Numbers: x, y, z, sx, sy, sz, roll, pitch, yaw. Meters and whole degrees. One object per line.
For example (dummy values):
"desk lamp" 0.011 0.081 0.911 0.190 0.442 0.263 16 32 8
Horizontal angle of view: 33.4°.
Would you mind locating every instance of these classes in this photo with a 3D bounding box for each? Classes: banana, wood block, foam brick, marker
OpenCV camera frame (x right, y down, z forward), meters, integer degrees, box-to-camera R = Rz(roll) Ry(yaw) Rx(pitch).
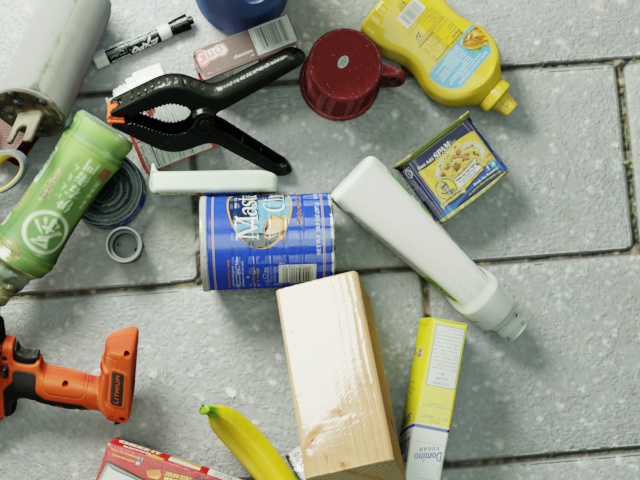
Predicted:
"banana" -0.065 0.245 1.147 0.037 0.069 0.198 -38 97 18
"wood block" 0.021 0.149 1.102 0.090 0.090 0.206 -14 61 7
"foam brick" -0.336 -0.129 1.172 0.053 0.051 0.078 35 85 -1
"marker" -0.199 -0.225 1.202 0.121 0.020 0.020 -24 87 -5

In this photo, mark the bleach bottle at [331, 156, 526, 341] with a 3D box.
"bleach bottle" 0.124 0.015 1.168 0.251 0.102 0.068 43 92 -5

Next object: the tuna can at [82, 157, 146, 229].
"tuna can" -0.237 -0.056 1.179 0.086 0.034 0.086 0 85 -3

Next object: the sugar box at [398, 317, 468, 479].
"sugar box" 0.116 0.173 1.148 0.048 0.093 0.176 13 84 -1

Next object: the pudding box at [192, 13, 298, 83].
"pudding box" -0.082 -0.201 1.171 0.113 0.090 0.039 -21 88 -5

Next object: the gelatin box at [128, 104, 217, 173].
"gelatin box" -0.166 -0.125 1.176 0.089 0.030 0.073 -22 118 -4

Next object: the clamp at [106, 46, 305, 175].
"clamp" -0.117 -0.142 1.126 0.209 0.165 0.036 5 42 -14

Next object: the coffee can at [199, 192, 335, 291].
"coffee can" -0.058 0.001 1.149 0.140 0.103 0.103 -2 85 -3

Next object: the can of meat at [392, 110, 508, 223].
"can of meat" 0.147 -0.080 1.189 0.102 0.057 0.084 -37 90 -4

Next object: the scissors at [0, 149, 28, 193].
"scissors" -0.411 -0.067 1.149 0.202 0.016 0.096 -19 100 11

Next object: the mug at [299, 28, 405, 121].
"mug" 0.036 -0.184 1.179 0.117 0.081 0.093 7 85 -2

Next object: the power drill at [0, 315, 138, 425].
"power drill" -0.287 0.121 1.117 0.187 0.057 0.184 6 122 -3

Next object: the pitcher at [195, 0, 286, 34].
"pitcher" -0.086 -0.306 1.102 0.145 0.243 0.149 30 84 0

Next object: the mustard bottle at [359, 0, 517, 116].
"mustard bottle" 0.143 -0.208 1.198 0.191 0.058 0.096 41 81 1
